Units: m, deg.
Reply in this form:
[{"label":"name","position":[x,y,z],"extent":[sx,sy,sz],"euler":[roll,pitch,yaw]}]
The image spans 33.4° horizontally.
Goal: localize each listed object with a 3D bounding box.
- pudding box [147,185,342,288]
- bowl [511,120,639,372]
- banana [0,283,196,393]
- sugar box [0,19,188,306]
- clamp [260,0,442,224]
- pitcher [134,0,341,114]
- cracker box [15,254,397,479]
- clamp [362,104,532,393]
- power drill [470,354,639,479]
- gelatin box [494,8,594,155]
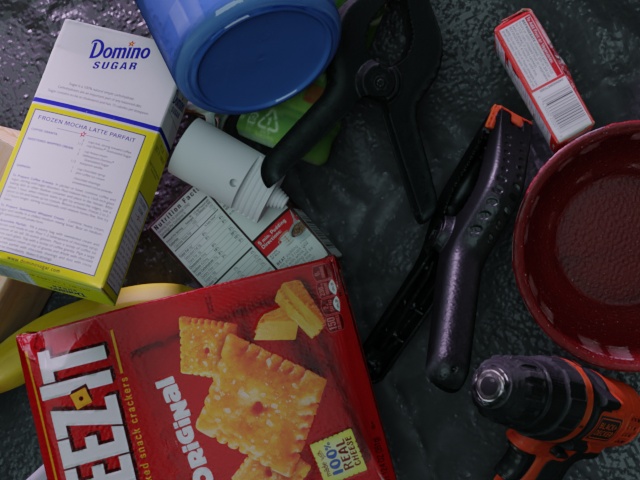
[{"label":"pudding box","position":[-0.055,0.001,0.772],"extent":[0.090,0.039,0.113],"euler":[-44,79,7]},{"label":"bowl","position":[0.204,0.002,0.702],"extent":[0.162,0.055,0.162],"euler":[0,95,3]},{"label":"banana","position":[-0.157,0.067,0.775],"extent":[0.198,0.069,0.037],"euler":[-11,128,-1]},{"label":"sugar box","position":[-0.152,-0.054,0.707],"extent":[0.093,0.048,0.176],"euler":[15,70,8]},{"label":"clamp","position":[0.025,-0.099,0.702],"extent":[0.120,0.039,0.171],"euler":[4,93,-16]},{"label":"pitcher","position":[-0.088,-0.201,0.689],"extent":[0.149,0.144,0.243],"euler":[-33,61,16]},{"label":"cracker box","position":[-0.072,0.113,0.694],"extent":[0.213,0.072,0.164],"euler":[-14,85,-5]},{"label":"clamp","position":[0.085,0.009,0.716],"extent":[0.036,0.165,0.210],"euler":[27,72,-12]},{"label":"power drill","position":[0.113,0.155,0.674],"extent":[0.188,0.184,0.057],"euler":[-55,50,13]},{"label":"gelatin box","position":[0.149,-0.104,0.713],"extent":[0.030,0.073,0.089],"euler":[-28,83,9]}]
